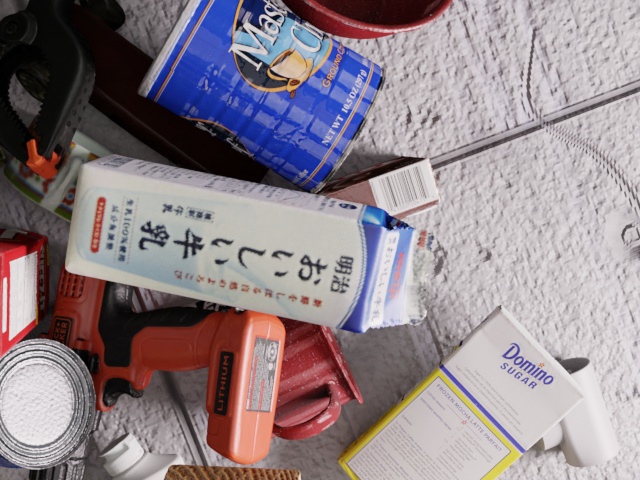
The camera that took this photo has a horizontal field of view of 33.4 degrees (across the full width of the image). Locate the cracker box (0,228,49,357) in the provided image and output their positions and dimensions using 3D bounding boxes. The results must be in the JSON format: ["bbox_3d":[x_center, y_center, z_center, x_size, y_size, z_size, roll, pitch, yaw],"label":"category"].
[{"bbox_3d":[-0.275,0.027,0.703,0.164,0.214,0.072,3,93,-7],"label":"cracker box"}]

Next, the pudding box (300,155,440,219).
[{"bbox_3d":[0.024,-0.029,0.795,0.113,0.090,0.039,-18,98,-5],"label":"pudding box"}]

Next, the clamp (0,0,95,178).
[{"bbox_3d":[-0.197,-0.146,0.732,0.164,0.036,0.210,-23,70,5],"label":"clamp"}]

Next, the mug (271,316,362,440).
[{"bbox_3d":[-0.021,0.104,0.792,0.081,0.117,0.093,-26,128,1],"label":"mug"}]

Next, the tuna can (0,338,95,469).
[{"bbox_3d":[-0.196,0.110,0.715,0.085,0.034,0.086,12,73,-44],"label":"tuna can"}]

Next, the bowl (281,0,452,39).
[{"bbox_3d":[0.017,-0.202,0.775,0.162,0.055,0.162,11,60,-19],"label":"bowl"}]

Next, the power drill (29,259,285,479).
[{"bbox_3d":[-0.124,0.106,0.759,0.188,0.057,0.184,5,85,26],"label":"power drill"}]

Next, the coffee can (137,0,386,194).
[{"bbox_3d":[-0.040,-0.110,0.737,0.140,0.103,0.103,30,91,-11],"label":"coffee can"}]

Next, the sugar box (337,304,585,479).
[{"bbox_3d":[0.107,0.142,0.821,0.176,0.048,0.093,-44,85,6],"label":"sugar box"}]
